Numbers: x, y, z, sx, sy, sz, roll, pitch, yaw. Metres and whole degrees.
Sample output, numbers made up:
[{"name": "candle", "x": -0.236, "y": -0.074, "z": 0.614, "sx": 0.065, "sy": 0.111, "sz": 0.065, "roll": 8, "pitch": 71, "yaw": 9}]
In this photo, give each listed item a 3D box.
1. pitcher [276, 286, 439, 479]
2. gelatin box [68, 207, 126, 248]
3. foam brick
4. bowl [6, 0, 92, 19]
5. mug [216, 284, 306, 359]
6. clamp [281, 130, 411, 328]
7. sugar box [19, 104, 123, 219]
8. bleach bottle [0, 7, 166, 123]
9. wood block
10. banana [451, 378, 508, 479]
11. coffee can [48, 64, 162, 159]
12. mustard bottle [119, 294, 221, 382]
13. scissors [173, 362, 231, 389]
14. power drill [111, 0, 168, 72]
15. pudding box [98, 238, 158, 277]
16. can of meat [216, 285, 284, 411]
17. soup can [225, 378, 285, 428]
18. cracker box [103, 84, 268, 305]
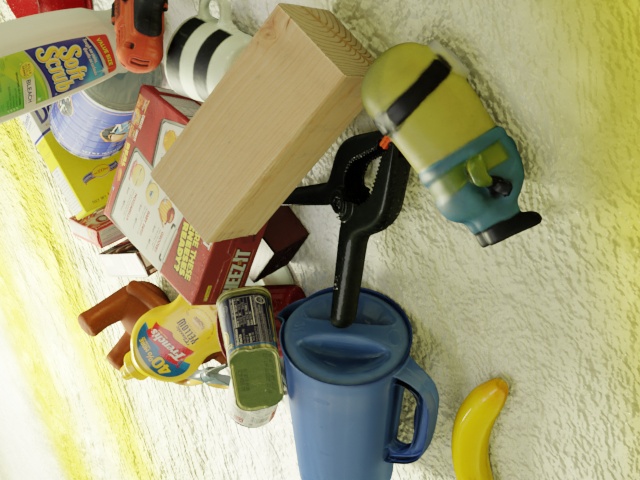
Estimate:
[{"name": "pitcher", "x": 0.035, "y": 0.180, "z": 1.129, "sx": 0.149, "sy": 0.145, "sz": 0.243, "roll": -106, "pitch": 10, "yaw": -46}, {"name": "gelatin box", "x": -0.276, "y": -0.028, "z": 1.416, "sx": 0.073, "sy": 0.089, "sz": 0.030, "roll": 21, "pitch": 131, "yaw": 44}, {"name": "foam brick", "x": -0.058, "y": 0.001, "z": 1.173, "sx": 0.051, "sy": 0.052, "sz": 0.078, "roll": 53, "pitch": 148, "yaw": 11}, {"name": "bowl", "x": -0.349, "y": -0.313, "z": 1.317, "sx": 0.162, "sy": 0.055, "sz": 0.162, "roll": 33, "pitch": 139, "yaw": 35}, {"name": "mug", "x": -0.065, "y": 0.085, "z": 1.191, "sx": 0.082, "sy": 0.093, "sz": 0.117, "roll": -3, "pitch": 148, "yaw": 19}, {"name": "clamp", "x": 0.024, "y": -0.040, "z": 1.021, "sx": 0.165, "sy": 0.036, "sz": 0.210, "roll": 59, "pitch": 139, "yaw": 31}, {"name": "sugar box", "x": -0.315, "y": -0.126, "z": 1.386, "sx": 0.048, "sy": 0.093, "sz": 0.176, "roll": -23, "pitch": 97, "yaw": 57}, {"name": "bleach bottle", "x": -0.271, "y": -0.201, "z": 1.117, "sx": 0.068, "sy": 0.250, "sz": 0.102, "roll": 35, "pitch": 140, "yaw": 34}, {"name": "wood block", "x": -0.048, "y": -0.103, "z": 0.959, "sx": 0.091, "sy": 0.090, "sz": 0.206, "roll": 49, "pitch": 117, "yaw": 16}, {"name": "banana", "x": 0.161, "y": 0.208, "z": 1.060, "sx": 0.070, "sy": 0.037, "sz": 0.198, "roll": 9, "pitch": 126, "yaw": 30}, {"name": "coffee can", "x": -0.256, "y": -0.169, "z": 1.260, "sx": 0.103, "sy": 0.102, "sz": 0.141, "roll": 57, "pitch": 148, "yaw": 3}, {"name": "mustard bottle", "x": -0.179, "y": 0.122, "z": 1.330, "sx": 0.192, "sy": 0.058, "sz": 0.096, "roll": -35, "pitch": 92, "yaw": 24}, {"name": "scissors", "x": -0.129, "y": 0.176, "z": 1.391, "sx": 0.202, "sy": 0.096, "sz": 0.016, "roll": -18, "pitch": 62, "yaw": 55}, {"name": "power drill", "x": -0.155, "y": -0.283, "z": 1.032, "sx": 0.188, "sy": 0.057, "sz": 0.184, "roll": 125, "pitch": 144, "yaw": -48}, {"name": "pudding box", "x": -0.220, "y": 0.012, "z": 1.370, "sx": 0.114, "sy": 0.089, "sz": 0.039, "roll": 1, "pitch": 118, "yaw": 53}, {"name": "can of meat", "x": -0.070, "y": 0.113, "z": 1.097, "sx": 0.084, "sy": 0.057, "sz": 0.102, "roll": -104, "pitch": 6, "yaw": -47}, {"name": "soup can", "x": -0.080, "y": 0.183, "z": 1.337, "sx": 0.068, "sy": 0.068, "sz": 0.102, "roll": 45, "pitch": 146, "yaw": 22}, {"name": "cracker box", "x": -0.141, "y": -0.051, "z": 1.153, "sx": 0.214, "sy": 0.071, "sz": 0.164, "roll": 39, "pitch": 116, "yaw": 42}]
